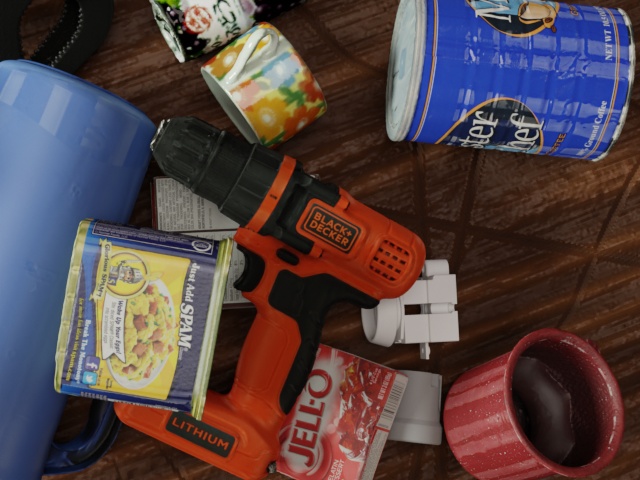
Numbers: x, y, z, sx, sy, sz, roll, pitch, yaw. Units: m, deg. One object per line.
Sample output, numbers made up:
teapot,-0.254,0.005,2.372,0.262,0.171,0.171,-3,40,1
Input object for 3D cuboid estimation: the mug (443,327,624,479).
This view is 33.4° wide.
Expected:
mug,0.140,0.105,0.693,0.093,0.082,0.117,48,56,-3

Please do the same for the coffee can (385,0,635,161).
coffee can,0.121,-0.110,0.704,0.140,0.103,0.103,6,85,-5

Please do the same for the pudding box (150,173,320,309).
pudding box,-0.055,0.001,0.712,0.113,0.039,0.090,-2,87,-3

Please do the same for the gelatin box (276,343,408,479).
gelatin box,0.007,0.117,0.697,0.073,0.030,0.089,17,82,27

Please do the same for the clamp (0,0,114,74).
clamp,-0.155,-0.176,0.674,0.164,0.210,0.036,-8,42,-38

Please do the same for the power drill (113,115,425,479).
power drill,-0.051,0.037,0.655,0.184,0.057,0.188,28,93,-8

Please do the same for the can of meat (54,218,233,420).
can of meat,-0.098,0.042,0.594,0.084,0.057,0.102,10,94,-6

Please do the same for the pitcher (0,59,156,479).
pitcher,-0.183,0.023,0.655,0.145,0.149,0.243,20,84,15
